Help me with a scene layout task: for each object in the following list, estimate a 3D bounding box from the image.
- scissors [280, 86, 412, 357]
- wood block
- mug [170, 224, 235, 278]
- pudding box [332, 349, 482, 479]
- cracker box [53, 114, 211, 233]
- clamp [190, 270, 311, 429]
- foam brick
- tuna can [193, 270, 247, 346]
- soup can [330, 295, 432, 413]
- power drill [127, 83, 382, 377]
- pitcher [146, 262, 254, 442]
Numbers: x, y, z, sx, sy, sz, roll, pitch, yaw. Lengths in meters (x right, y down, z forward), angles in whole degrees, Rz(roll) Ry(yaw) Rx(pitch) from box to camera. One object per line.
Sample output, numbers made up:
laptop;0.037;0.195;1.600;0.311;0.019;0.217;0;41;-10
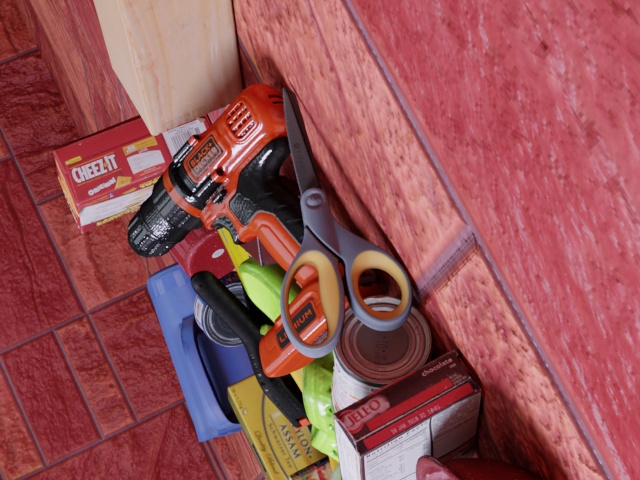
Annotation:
scissors;0.015;-0.017;0.723;0.016;0.096;0.201;86;-173;-66
wood block;-0.125;-0.191;0.836;0.091;0.090;0.206;58;165;28
mug;-0.129;-0.004;1.224;0.082;0.093;0.117;50;-168;35
pudding box;0.057;0.128;0.697;0.039;0.090;0.113;56;165;33
cracker box;-0.208;-0.081;1.198;0.072;0.164;0.214;66;167;2
clamp;-0.058;0.099;1.135;0.210;0.036;0.164;60;-162;-10
foam brick;-0.039;-0.018;0.878;0.078;0.051;0.053;-143;44;-64
tuna can;-0.104;0.081;1.256;0.034;0.086;0.086;41;153;59
soup can;0.041;0.089;0.740;0.068;0.068;0.102;59;165;27
power drill;-0.054;0.005;0.799;0.185;0.057;0.188;-44;72;31
pitcher;-0.148;0.144;1.452;0.149;0.144;0.243;-28;83;57
